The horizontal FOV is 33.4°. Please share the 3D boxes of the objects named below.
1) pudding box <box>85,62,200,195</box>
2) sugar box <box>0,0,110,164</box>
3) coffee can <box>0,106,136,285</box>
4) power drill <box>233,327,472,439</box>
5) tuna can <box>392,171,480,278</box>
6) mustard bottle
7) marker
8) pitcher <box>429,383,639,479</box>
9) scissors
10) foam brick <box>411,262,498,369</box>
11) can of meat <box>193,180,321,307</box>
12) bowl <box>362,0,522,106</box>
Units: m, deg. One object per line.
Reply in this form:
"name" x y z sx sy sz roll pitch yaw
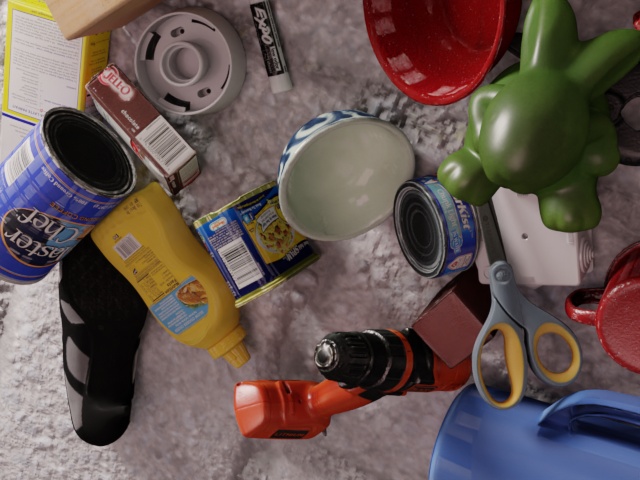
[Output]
"pudding box" -0.159 -0.099 0.969 0.039 0.090 0.113 -40 86 -7
"sugar box" -0.257 -0.138 1.028 0.093 0.048 0.176 19 118 16
"coffee can" -0.252 -0.040 0.979 0.140 0.102 0.103 -40 88 27
"power drill" 0.013 0.125 0.927 0.188 0.184 0.057 -24 65 37
"tuna can" 0.094 -0.012 0.885 0.086 0.033 0.086 46 143 50
"mustard bottle" -0.132 0.043 1.020 0.096 0.058 0.191 -35 94 40
"marker" -0.049 -0.188 0.926 0.020 0.020 0.121 -8 104 27
"pitcher" 0.218 0.195 0.874 0.243 0.145 0.149 17 83 22
"scissors" 0.162 0.035 0.844 0.096 0.016 0.202 2 93 -3
"foam brick" 0.121 0.062 0.900 0.051 0.078 0.053 47 120 2
"can of meat" -0.056 0.001 0.950 0.058 0.102 0.084 -28 92 30
"bowl" 0.101 -0.186 0.814 0.162 0.055 0.162 26 123 50
